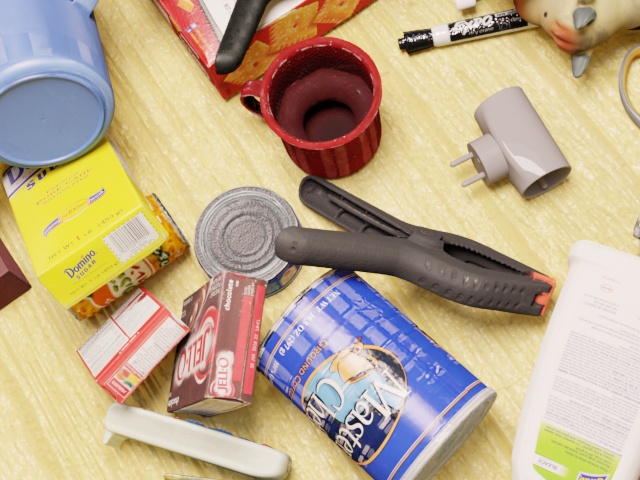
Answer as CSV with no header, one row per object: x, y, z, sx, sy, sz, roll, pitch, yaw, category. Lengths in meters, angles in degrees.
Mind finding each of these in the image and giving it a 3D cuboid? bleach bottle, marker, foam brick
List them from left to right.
-0.279,0.018,0.855,0.053,0.051,0.078,-35,71,-5,foam brick
0.123,-0.173,0.874,0.121,0.020,0.020,-11,71,5,marker
0.177,0.132,0.745,0.103,0.068,0.251,22,80,24,bleach bottle

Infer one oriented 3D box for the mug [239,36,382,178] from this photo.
-0.006,-0.101,0.837,0.117,0.081,0.093,10,74,11,mug

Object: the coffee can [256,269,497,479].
0.038,0.100,0.753,0.140,0.103,0.102,41,82,18,coffee can

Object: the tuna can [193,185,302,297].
-0.055,0.001,0.836,0.086,0.033,0.086,-3,72,8,tuna can

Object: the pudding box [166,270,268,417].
-0.076,0.078,0.773,0.039,0.114,0.090,13,71,-17,pudding box

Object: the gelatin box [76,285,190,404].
-0.141,0.076,0.799,0.073,0.089,0.030,-47,111,-9,gelatin box

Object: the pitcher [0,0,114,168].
-0.230,-0.181,0.835,0.144,0.149,0.243,-7,51,-22,pitcher

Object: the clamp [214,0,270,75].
-0.061,-0.217,0.830,0.120,0.039,0.171,39,74,11,clamp

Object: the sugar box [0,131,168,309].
-0.188,-0.033,0.820,0.093,0.048,0.176,-34,43,-4,sugar box

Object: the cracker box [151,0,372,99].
-0.042,-0.246,0.896,0.213,0.072,0.164,-35,71,-5,cracker box

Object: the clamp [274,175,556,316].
0.066,0.012,0.770,0.210,0.164,0.036,21,109,6,clamp
